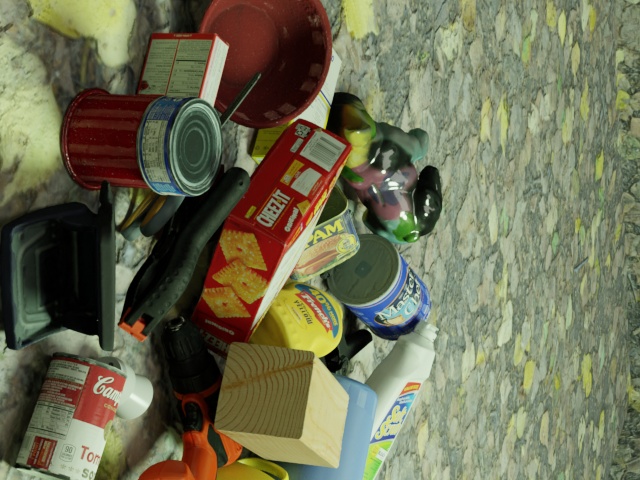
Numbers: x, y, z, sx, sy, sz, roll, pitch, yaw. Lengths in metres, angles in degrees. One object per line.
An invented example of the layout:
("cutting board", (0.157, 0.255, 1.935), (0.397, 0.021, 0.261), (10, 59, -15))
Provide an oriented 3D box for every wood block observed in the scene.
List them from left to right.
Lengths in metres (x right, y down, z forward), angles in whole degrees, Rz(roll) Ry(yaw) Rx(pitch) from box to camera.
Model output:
("wood block", (-0.035, 0.179, 1.131), (0.206, 0.091, 0.090), (60, 37, -67))

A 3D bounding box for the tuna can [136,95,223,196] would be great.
("tuna can", (-0.118, -0.080, 0.909), (0.086, 0.034, 0.086), (-21, 113, -61))

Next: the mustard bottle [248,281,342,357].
("mustard bottle", (-0.023, 0.096, 1.275), (0.096, 0.058, 0.191), (55, 22, 13))

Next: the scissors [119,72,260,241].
("scissors", (-0.114, -0.074, 0.985), (0.016, 0.096, 0.202), (41, 92, -21))

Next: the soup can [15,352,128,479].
("soup can", (-0.213, 0.154, 0.914), (0.068, 0.069, 0.102), (46, 54, -57))

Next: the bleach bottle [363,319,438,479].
("bleach bottle", (0.082, 0.218, 1.430), (0.251, 0.068, 0.102), (-60, 146, -7))

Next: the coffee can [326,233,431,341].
("coffee can", (0.082, 0.065, 1.451), (0.140, 0.103, 0.102), (46, 54, -55))

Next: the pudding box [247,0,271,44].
("pudding box", (-0.055, -0.271, 1.182), (0.113, 0.039, 0.090), (-37, 127, -56))

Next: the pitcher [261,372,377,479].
("pitcher", (-0.013, 0.287, 1.282), (0.144, 0.149, 0.242), (37, 63, -46))

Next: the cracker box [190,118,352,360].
("cracker box", (-0.057, 0.001, 1.094), (0.164, 0.072, 0.214), (-58, 176, -41))

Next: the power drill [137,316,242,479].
("power drill", (-0.128, 0.193, 1.050), (0.187, 0.057, 0.184), (-79, 156, -57))

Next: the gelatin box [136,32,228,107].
("gelatin box", (-0.132, -0.151, 1.010), (0.030, 0.073, 0.089), (34, 65, -60))

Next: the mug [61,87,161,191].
("mug", (-0.162, -0.087, 0.953), (0.117, 0.082, 0.093), (0, 95, -64))

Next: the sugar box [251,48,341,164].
("sugar box", (-0.026, -0.158, 1.259), (0.093, 0.048, 0.176), (47, 50, -59))

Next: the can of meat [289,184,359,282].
("can of meat", (-0.009, -0.007, 1.267), (0.057, 0.102, 0.084), (59, -6, 41))

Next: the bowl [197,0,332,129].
("bowl", (-0.069, -0.199, 1.109), (0.161, 0.055, 0.162), (-10, 109, -31))

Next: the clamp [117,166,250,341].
("clamp", (-0.122, 0.007, 0.941), (0.039, 0.120, 0.171), (31, 58, -20))

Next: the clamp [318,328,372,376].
("clamp", (0.016, 0.177, 1.418), (0.209, 0.036, 0.164), (41, 58, -63))
